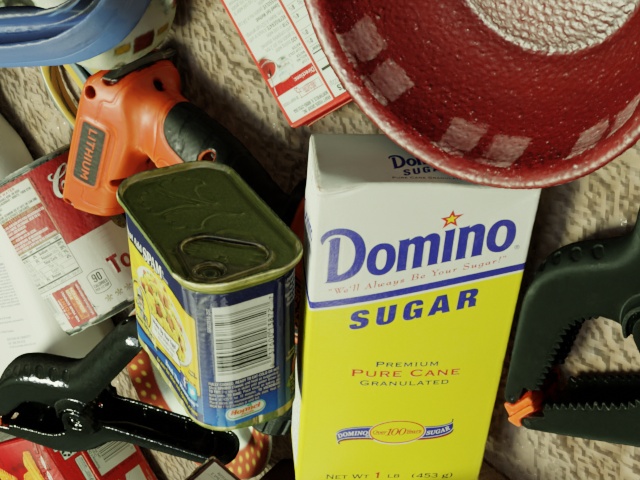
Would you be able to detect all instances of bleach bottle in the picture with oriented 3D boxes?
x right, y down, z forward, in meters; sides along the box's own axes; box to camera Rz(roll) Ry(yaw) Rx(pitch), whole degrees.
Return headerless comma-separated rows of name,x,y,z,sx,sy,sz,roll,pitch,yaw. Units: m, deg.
bleach bottle,-0.216,-0.021,0.712,0.103,0.068,0.251,-9,106,38

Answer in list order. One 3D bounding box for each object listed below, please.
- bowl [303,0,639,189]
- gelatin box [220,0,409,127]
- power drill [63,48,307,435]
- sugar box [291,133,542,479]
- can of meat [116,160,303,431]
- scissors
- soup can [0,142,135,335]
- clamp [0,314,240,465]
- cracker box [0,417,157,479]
bowl,0.068,-0.102,0.386,0.162,0.055,0.162,24,130,32
gelatin box,-0.003,-0.103,0.474,0.073,0.030,0.089,-24,98,48
power drill,-0.054,0.001,0.573,0.188,0.057,0.185,38,133,16
sugar box,0.037,0.037,0.481,0.093,0.048,0.176,-1,129,-6
can of meat,-0.050,0.025,0.484,0.102,0.057,0.084,45,143,48
scissors,-0.165,-0.147,0.614,0.096,0.016,0.202,-27,95,48
soup can,-0.152,-0.001,0.657,0.069,0.068,0.102,-21,100,49
clamp,-0.142,0.091,0.650,0.172,0.039,0.120,-2,124,21
cracker box,-0.200,0.217,0.843,0.214,0.072,0.164,-23,98,50
